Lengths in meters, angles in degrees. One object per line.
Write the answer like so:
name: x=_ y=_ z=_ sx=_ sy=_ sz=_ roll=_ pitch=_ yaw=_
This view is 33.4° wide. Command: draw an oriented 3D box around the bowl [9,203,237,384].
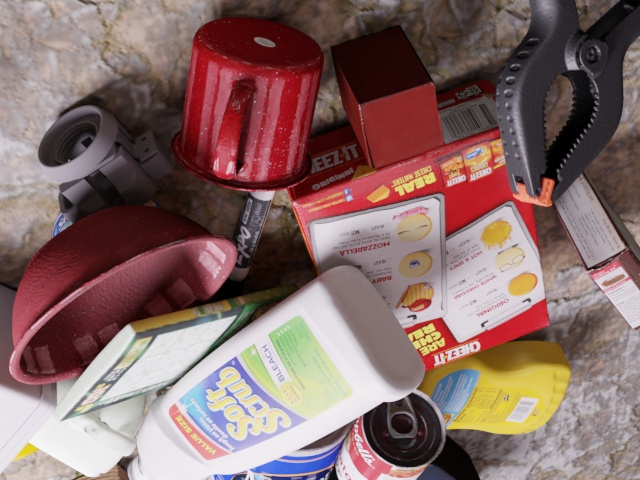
bowl: x=-0.135 y=0.025 z=0.684 sx=0.162 sy=0.055 sz=0.162 roll=-31 pitch=163 yaw=-11

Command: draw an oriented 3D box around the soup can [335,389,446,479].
soup can: x=0.055 y=0.168 z=0.865 sx=0.068 sy=0.068 sz=0.102 roll=-4 pitch=151 yaw=-16

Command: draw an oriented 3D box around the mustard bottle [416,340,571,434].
mustard bottle: x=0.114 y=0.124 z=0.922 sx=0.191 sy=0.058 sz=0.096 roll=6 pitch=132 yaw=-23

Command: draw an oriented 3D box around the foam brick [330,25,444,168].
foam brick: x=0.043 y=-0.095 z=0.701 sx=0.051 sy=0.078 sz=0.053 roll=-17 pitch=132 yaw=-2

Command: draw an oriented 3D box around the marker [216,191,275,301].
marker: x=-0.055 y=0.001 z=0.789 sx=0.020 sy=0.020 sz=0.121 roll=4 pitch=128 yaw=-21

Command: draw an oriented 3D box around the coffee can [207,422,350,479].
coffee can: x=-0.040 y=0.182 z=0.890 sx=0.102 sy=0.103 sz=0.140 roll=2 pitch=128 yaw=-20

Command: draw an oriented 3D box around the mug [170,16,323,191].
mug: x=-0.046 y=-0.083 z=0.661 sx=0.093 sy=0.117 sz=0.081 roll=15 pitch=122 yaw=4

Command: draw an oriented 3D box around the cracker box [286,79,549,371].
cracker box: x=0.074 y=0.002 z=0.798 sx=0.164 sy=0.072 sz=0.213 roll=-20 pitch=133 yaw=-1

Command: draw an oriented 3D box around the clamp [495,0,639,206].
clamp: x=0.175 y=-0.125 z=0.697 sx=0.164 sy=0.036 sz=0.210 roll=6 pitch=97 yaw=-26

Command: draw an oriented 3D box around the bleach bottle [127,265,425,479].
bleach bottle: x=-0.049 y=0.123 z=0.773 sx=0.251 sy=0.102 sz=0.068 roll=-39 pitch=169 yaw=29
